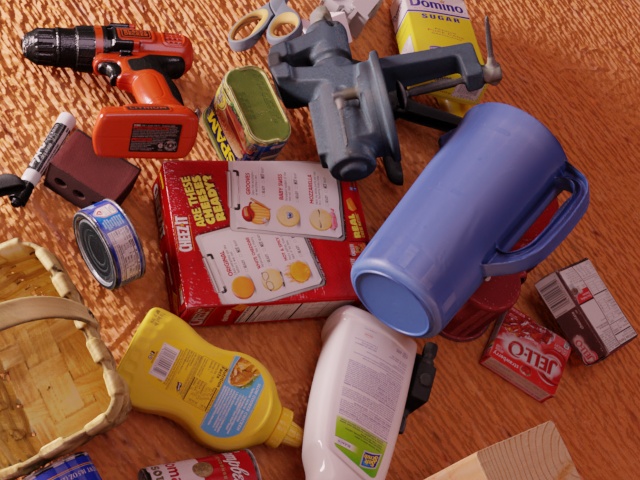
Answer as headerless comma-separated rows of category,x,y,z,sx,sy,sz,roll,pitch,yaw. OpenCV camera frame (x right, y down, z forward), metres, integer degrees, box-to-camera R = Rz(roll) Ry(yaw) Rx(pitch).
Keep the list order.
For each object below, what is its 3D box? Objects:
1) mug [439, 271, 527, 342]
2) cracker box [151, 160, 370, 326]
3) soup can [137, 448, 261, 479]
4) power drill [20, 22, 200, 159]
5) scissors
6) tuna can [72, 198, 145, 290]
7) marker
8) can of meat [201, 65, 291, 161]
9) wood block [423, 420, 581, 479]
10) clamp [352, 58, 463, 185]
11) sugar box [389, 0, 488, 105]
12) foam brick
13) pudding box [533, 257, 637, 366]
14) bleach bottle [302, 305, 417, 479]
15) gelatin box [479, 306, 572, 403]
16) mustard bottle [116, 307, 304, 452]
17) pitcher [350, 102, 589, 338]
mug,0.178,0.053,1.179,0.117,0.082,0.093,-8,69,-26
cracker box,-0.057,0.001,1.114,0.213,0.072,0.164,-2,66,-23
soup can,-0.110,0.233,0.976,0.102,0.069,0.068,-6,68,-22
power drill,-0.210,-0.162,1.105,0.184,0.057,0.188,-2,43,-20
scissors,-0.034,-0.285,1.274,0.096,0.016,0.201,16,51,31
tuna can,-0.207,0.005,1.042,0.033,0.086,0.086,-26,77,-29
marker,-0.285,-0.082,1.092,0.020,0.020,0.121,27,58,-8
can of meat,-0.080,-0.127,1.161,0.057,0.084,0.102,-17,73,-29
wood block,0.148,0.250,0.994,0.090,0.206,0.090,-14,72,-29
clamp,0.077,-0.144,1.255,0.171,0.039,0.120,38,63,15
sugar box,0.143,-0.241,1.304,0.093,0.048,0.176,11,45,-17
foam brick,-0.232,-0.064,1.085,0.078,0.053,0.051,32,57,-3
pudding box,0.307,0.081,1.229,0.089,0.039,0.113,-14,72,-52
bleach bottle,0.023,0.183,1.027,0.102,0.068,0.250,28,45,-8
gelatin box,0.231,0.127,1.195,0.089,0.030,0.073,33,57,-4
mustard bottle,-0.101,0.149,1.029,0.191,0.058,0.096,29,68,-7
pitcher,0.148,-0.016,1.081,0.145,0.149,0.242,45,63,-8
